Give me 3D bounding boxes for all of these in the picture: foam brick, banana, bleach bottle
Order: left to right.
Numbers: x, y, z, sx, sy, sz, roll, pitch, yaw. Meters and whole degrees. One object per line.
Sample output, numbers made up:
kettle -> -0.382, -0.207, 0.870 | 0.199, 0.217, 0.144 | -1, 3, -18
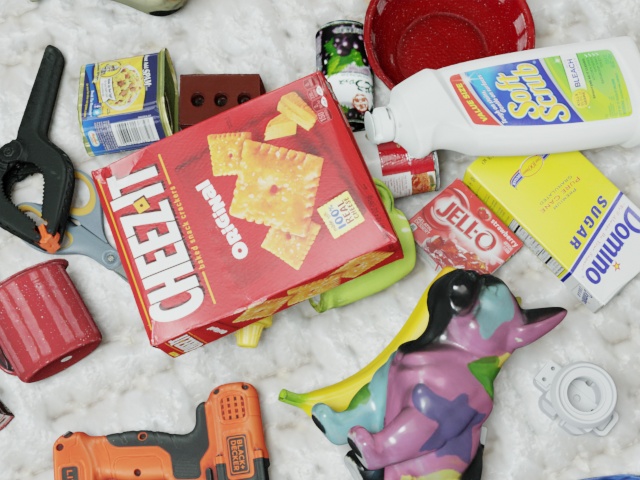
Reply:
foam brick -> -0.092, -0.125, 1.017 | 0.078, 0.051, 0.053 | -1, 76, 2
banana -> 0.059, 0.105, 0.950 | 0.197, 0.069, 0.037 | -37, 35, -9
bleach bottle -> 0.164, -0.113, 0.945 | 0.250, 0.068, 0.102 | -11, 79, -11

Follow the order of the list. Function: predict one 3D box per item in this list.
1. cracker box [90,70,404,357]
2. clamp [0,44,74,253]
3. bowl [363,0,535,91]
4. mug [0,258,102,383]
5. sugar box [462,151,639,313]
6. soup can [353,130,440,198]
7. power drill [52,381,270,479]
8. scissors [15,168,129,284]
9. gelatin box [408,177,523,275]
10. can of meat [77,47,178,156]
cracker box -> -0.061, -0.022, 0.878 | 0.214, 0.072, 0.164 | -23, 73, 3
clamp -> -0.300, -0.076, 1.011 | 0.164, 0.036, 0.210 | -21, 66, -1
bowl -> 0.120, -0.188, 1.022 | 0.162, 0.055, 0.162 | 0, 77, 0
mug -> -0.257, 0.080, 0.959 | 0.117, 0.093, 0.081 | -35, 81, 25
sugar box -> 0.224, -0.028, 0.984 | 0.093, 0.048, 0.176 | -43, 77, -10
soup can -> 0.054, -0.070, 0.989 | 0.102, 0.068, 0.068 | -10, 76, -1
power drill -> -0.132, 0.225, 0.928 | 0.187, 0.057, 0.184 | -8, 72, -3
scissors -> -0.195, -0.002, 1.008 | 0.202, 0.016, 0.096 | 22, 77, 7
gelatin box -> 0.130, -0.002, 0.989 | 0.073, 0.030, 0.089 | -40, 78, -8
can of meat -> -0.181, -0.129, 1.006 | 0.084, 0.057, 0.102 | -9, 48, 2
